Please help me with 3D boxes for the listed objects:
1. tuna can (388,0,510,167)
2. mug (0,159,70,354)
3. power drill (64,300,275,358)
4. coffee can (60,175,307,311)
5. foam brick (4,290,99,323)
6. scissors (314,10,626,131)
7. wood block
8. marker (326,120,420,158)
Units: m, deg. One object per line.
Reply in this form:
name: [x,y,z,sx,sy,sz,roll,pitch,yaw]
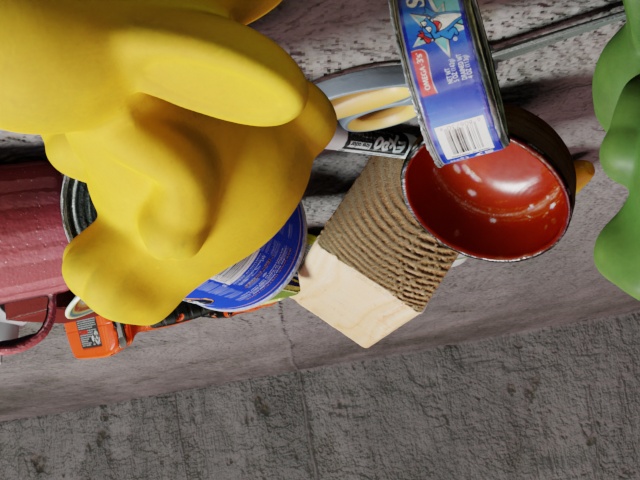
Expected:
tuna can: [0.058,-0.078,0.473,0.034,0.086,0.086,-14,169,14]
mug: [-0.189,0.008,0.626,0.081,0.117,0.093,-11,173,-25]
power drill: [-0.149,0.064,1.036,0.187,0.057,0.185,-16,178,-32]
coffee can: [-0.075,-0.014,0.634,0.103,0.103,0.140,-13,169,13]
foam brick: [-0.225,0.040,0.909,0.051,0.053,0.078,-15,167,24]
scissors: [0.083,-0.093,0.603,0.202,0.016,0.096,-12,171,10]
wood block: [0.042,0.012,0.829,0.090,0.090,0.206,34,166,0]
marker: [0.040,-0.065,0.701,0.020,0.020,0.120,-19,166,40]
